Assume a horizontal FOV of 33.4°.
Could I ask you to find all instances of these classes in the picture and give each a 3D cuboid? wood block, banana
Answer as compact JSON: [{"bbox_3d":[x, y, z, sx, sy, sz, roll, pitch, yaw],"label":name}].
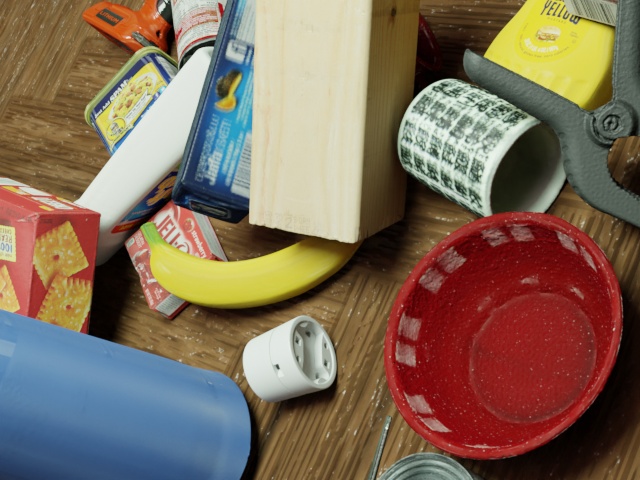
[{"bbox_3d":[0.011,-0.113,0.760,0.090,0.090,0.206,11,108,26],"label":"wood block"},{"bbox_3d":[-0.058,0.019,0.837,0.198,0.037,0.069,0,97,21],"label":"banana"}]

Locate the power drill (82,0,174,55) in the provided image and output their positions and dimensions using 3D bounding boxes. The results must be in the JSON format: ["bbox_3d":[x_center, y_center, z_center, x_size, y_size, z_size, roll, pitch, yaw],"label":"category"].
[{"bbox_3d":[-0.160,-0.281,1.089,0.185,0.057,0.187,36,91,44],"label":"power drill"}]

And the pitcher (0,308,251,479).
[{"bbox_3d":[-0.181,0.120,0.757,0.149,0.242,0.145,-15,58,40],"label":"pitcher"}]

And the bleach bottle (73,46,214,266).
[{"bbox_3d":[-0.150,-0.059,0.945,0.251,0.102,0.068,-45,80,19],"label":"bleach bottle"}]

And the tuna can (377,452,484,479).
[{"bbox_3d":[0.070,0.179,0.668,0.086,0.033,0.086,-19,56,30],"label":"tuna can"}]

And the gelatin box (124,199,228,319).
[{"bbox_3d":[-0.125,0.011,0.919,0.073,0.030,0.089,-41,48,13],"label":"gelatin box"}]

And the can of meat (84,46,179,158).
[{"bbox_3d":[-0.163,-0.117,1.003,0.102,0.057,0.084,-45,49,10],"label":"can of meat"}]

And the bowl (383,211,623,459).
[{"bbox_3d":[0.122,0.065,0.675,0.162,0.055,0.162,-19,56,30],"label":"bowl"}]

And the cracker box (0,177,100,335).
[{"bbox_3d":[-0.272,0.062,0.926,0.164,0.071,0.214,18,103,43],"label":"cracker box"}]

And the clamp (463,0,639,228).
[{"bbox_3d":[0.167,-0.074,0.659,0.120,0.039,0.171,-20,94,22],"label":"clamp"}]

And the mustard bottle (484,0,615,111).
[{"bbox_3d":[0.196,-0.176,0.749,0.096,0.058,0.191,29,85,43],"label":"mustard bottle"}]

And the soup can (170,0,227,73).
[{"bbox_3d":[-0.102,-0.196,0.990,0.069,0.068,0.102,-29,51,23],"label":"soup can"}]
